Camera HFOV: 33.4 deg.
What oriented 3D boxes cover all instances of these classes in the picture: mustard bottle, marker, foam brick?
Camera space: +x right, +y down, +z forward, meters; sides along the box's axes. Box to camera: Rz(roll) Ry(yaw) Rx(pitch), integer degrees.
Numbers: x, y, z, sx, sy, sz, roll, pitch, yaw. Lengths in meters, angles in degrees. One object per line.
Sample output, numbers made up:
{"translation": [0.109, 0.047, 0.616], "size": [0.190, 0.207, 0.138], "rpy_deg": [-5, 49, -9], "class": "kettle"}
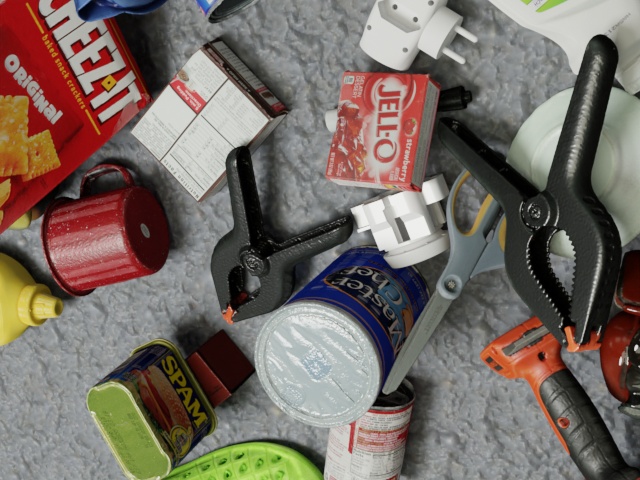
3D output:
{"translation": [-0.339, 0.055, 1.053], "size": [0.192, 0.058, 0.096], "rpy_deg": [6, 108, 21], "class": "mustard bottle"}
{"translation": [0.062, -0.105, 0.851], "size": [0.121, 0.020, 0.020], "rpy_deg": [-7, 105, 25], "class": "marker"}
{"translation": [-0.110, 0.131, 0.987], "size": [0.078, 0.051, 0.053], "rpy_deg": [-39, 91, 29], "class": "foam brick"}

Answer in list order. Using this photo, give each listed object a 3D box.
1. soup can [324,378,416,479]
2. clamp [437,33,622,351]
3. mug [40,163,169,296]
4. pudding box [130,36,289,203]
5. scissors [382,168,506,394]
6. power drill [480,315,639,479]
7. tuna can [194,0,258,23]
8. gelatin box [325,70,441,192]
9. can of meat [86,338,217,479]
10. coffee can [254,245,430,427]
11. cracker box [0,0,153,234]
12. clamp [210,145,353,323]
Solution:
{"translation": [0.042, 0.171, 0.926], "size": [0.069, 0.068, 0.102], "rpy_deg": [15, 113, 18], "class": "soup can"}
{"translation": [0.167, -0.029, 0.749], "size": [0.165, 0.036, 0.210], "rpy_deg": [-35, 64, 47], "class": "clamp"}
{"translation": [-0.189, -0.014, 0.958], "size": [0.082, 0.093, 0.117], "rpy_deg": [-12, 69, 21], "class": "mug"}
{"translation": [-0.096, -0.101, 0.909], "size": [0.090, 0.039, 0.114], "rpy_deg": [46, 121, 1], "class": "pudding box"}
{"translation": [0.119, 0.034, 0.813], "size": [0.096, 0.016, 0.201], "rpy_deg": [18, 75, -2], "class": "scissors"}
{"translation": [0.197, 0.150, 0.823], "size": [0.057, 0.184, 0.188], "rpy_deg": [-31, 78, -6], "class": "power drill"}
{"translation": [-0.061, -0.207, 0.830], "size": [0.086, 0.086, 0.034], "rpy_deg": [-33, 91, 28], "class": "tuna can"}
{"translation": [0.048, -0.085, 0.824], "size": [0.073, 0.030, 0.089], "rpy_deg": [8, 84, 28], "class": "gelatin box"}
{"translation": [-0.147, 0.149, 0.930], "size": [0.058, 0.083, 0.102], "rpy_deg": [-25, 98, 28], "class": "can of meat"}
{"translation": [0.022, 0.073, 0.860], "size": [0.103, 0.140, 0.103], "rpy_deg": [7, 110, 20], "class": "coffee can"}
{"translation": [-0.250, -0.112, 0.839], "size": [0.072, 0.213, 0.164], "rpy_deg": [29, 154, 36], "class": "cracker box"}
{"translation": [-0.056, 0.001, 0.910], "size": [0.120, 0.039, 0.172], "rpy_deg": [45, 129, 7], "class": "clamp"}
